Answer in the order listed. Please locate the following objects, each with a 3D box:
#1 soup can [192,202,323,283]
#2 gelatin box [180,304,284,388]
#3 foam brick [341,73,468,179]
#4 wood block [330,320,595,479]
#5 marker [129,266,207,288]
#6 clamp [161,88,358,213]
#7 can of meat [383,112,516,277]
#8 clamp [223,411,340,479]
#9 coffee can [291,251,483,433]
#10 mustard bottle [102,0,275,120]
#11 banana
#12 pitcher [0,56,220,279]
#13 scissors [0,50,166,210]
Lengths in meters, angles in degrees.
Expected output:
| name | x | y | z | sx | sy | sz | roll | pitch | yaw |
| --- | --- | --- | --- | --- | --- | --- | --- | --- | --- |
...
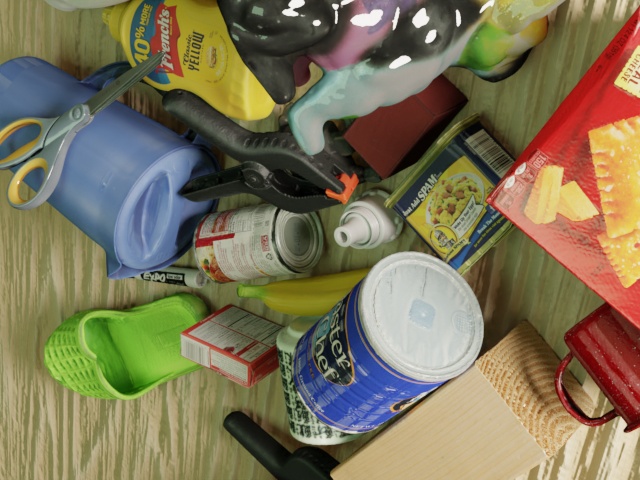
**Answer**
| name | x | y | z | sx | sy | sz | roll | pitch | yaw |
| --- | --- | --- | --- | --- | --- | --- | --- | --- | --- |
| soup can | -0.056 | 0.001 | 0.963 | 0.102 | 0.068 | 0.068 | -8 | 104 | 40 |
| gelatin box | -0.078 | 0.100 | 1.020 | 0.089 | 0.073 | 0.030 | 20 | 122 | 29 |
| foam brick | 0.065 | -0.095 | 0.835 | 0.051 | 0.052 | 0.078 | 49 | 131 | 11 |
| wood block | 0.114 | 0.167 | 0.887 | 0.091 | 0.090 | 0.206 | 51 | 132 | 9 |
| marker | -0.166 | 0.034 | 1.097 | 0.121 | 0.020 | 0.020 | 5 | 112 | 37 |
| clamp | -0.055 | -0.070 | 0.883 | 0.172 | 0.039 | 0.120 | 7 | 143 | 23 |
| can of meat | 0.112 | -0.033 | 0.823 | 0.084 | 0.057 | 0.102 | 48 | 131 | 9 |
| clamp | -0.020 | 0.233 | 1.032 | 0.210 | 0.036 | 0.164 | -26 | 91 | 59 |
| coffee can | 0.049 | 0.084 | 0.845 | 0.103 | 0.102 | 0.140 | 53 | 145 | 7 |
| mustard bottle | -0.119 | -0.177 | 0.941 | 0.192 | 0.058 | 0.096 | 23 | 115 | 30 |
| banana | 0.028 | 0.042 | 0.915 | 0.198 | 0.069 | 0.037 | -11 | 83 | 27 |
| pitcher | -0.216 | -0.091 | 1.021 | 0.243 | 0.149 | 0.145 | 33 | 141 | 27 |
| scissors | -0.215 | -0.090 | 0.940 | 0.202 | 0.016 | 0.096 | -18 | 71 | 23 |
